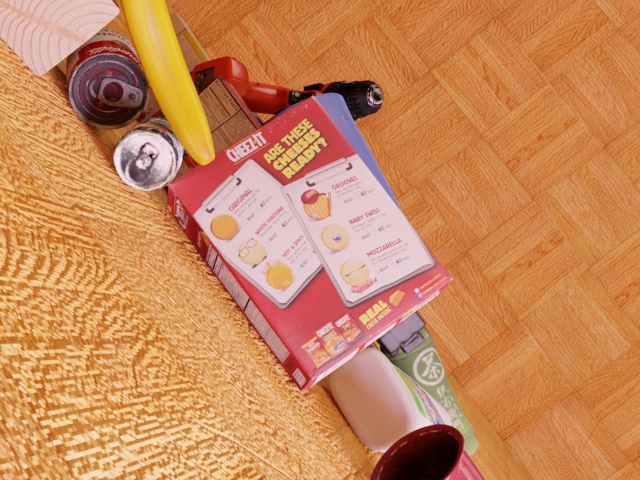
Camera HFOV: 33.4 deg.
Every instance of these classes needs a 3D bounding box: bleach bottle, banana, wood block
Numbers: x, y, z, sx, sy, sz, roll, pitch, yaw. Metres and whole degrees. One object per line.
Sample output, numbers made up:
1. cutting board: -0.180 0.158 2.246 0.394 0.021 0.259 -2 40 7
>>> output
1. bleach bottle: 0.091 0.185 1.158 0.103 0.068 0.250 59 9 22
2. banana: -0.132 -0.156 0.880 0.070 0.037 0.198 -125 -164 -56
3. wood block: -0.246 -0.231 0.943 0.090 0.090 0.206 50 5 -28

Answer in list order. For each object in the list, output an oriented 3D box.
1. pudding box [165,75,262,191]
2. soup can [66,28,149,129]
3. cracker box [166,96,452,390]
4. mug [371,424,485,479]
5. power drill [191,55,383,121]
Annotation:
1. pudding box: -0.113 -0.094 1.057 0.090 0.113 0.039 55 9 31
2. soup can: -0.192 -0.147 0.956 0.068 0.068 0.102 50 4 -27
3. cracker box: -0.012 0.002 0.964 0.214 0.164 0.072 53 -20 9
4. mug: 0.096 0.223 0.941 0.117 0.093 0.081 -6 -55 51
5. power drill: -0.043 -0.167 1.237 0.187 0.057 0.185 8 -7 -33
